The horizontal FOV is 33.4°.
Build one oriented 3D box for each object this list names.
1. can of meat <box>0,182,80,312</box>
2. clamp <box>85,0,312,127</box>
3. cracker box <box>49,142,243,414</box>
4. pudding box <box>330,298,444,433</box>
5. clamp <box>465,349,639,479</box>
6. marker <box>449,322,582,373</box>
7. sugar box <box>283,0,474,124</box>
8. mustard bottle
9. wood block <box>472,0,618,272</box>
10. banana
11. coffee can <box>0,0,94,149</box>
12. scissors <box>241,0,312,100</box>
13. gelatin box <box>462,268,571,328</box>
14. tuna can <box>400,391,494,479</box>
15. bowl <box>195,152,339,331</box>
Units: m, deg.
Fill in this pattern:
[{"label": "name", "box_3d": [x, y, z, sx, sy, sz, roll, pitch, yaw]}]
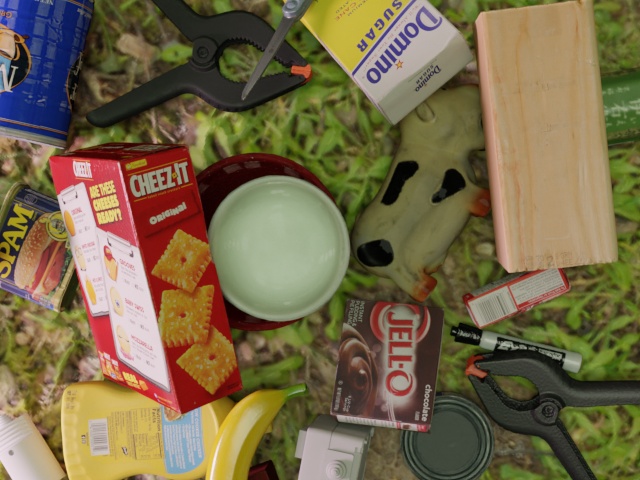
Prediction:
[{"label": "can of meat", "box_3d": [-0.262, 0.008, 1.002, 0.084, 0.057, 0.102, 22, 92, 2]}, {"label": "clamp", "box_3d": [-0.111, -0.183, 0.996, 0.210, 0.036, 0.164, 3, 91, 3]}, {"label": "cracker box", "box_3d": [-0.151, 0.025, 0.918, 0.072, 0.164, 0.214, -19, 105, -31]}, {"label": "pudding box", "box_3d": [0.062, 0.112, 0.963, 0.090, 0.039, 0.113, 5, 70, 11]}, {"label": "clamp", "box_3d": [0.216, 0.142, 0.963, 0.171, 0.039, 0.120, 35, 100, -2]}, {"label": "marker", "box_3d": [0.179, 0.098, 0.983, 0.121, 0.020, 0.020, 14, 92, 5]}, {"label": "sugar box", "box_3d": [0.045, -0.192, 0.939, 0.093, 0.048, 0.176, -40, 54, 4]}, {"label": "mustard bottle", "box_3d": [-0.140, 0.174, 0.991, 0.191, 0.058, 0.096, -4, 89, 5]}, {"label": "wood block", "box_3d": [0.183, -0.084, 0.876, 0.090, 0.091, 0.206, -6, 94, 5]}, {"label": "banana", "box_3d": [-0.068, 0.214, 0.942, 0.069, 0.037, 0.198, 15, 93, 8]}, {"label": "coffee can", "box_3d": [-0.271, -0.163, 0.977, 0.103, 0.103, 0.140, 12, 91, 4]}, {"label": "scissors", "box_3d": [-0.030, -0.218, 0.950, 0.201, 0.016, 0.096, -49, 51, -4]}, {"label": "gelatin box", "box_3d": [0.174, 0.047, 0.956, 0.089, 0.073, 0.030, -24, 90, 4]}, {"label": "tuna can", "box_3d": [0.116, 0.183, 0.982, 0.086, 0.033, 0.086, 0, 90, 5]}, {"label": "bowl", "box_3d": [-0.056, 0.001, 0.984, 0.162, 0.055, 0.162, 0, 91, 5]}]
